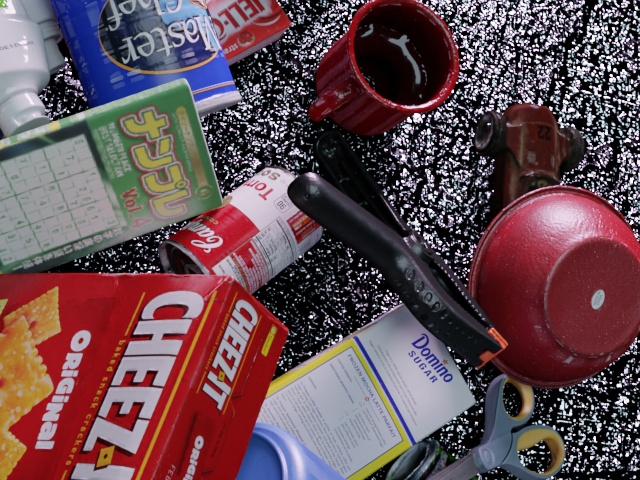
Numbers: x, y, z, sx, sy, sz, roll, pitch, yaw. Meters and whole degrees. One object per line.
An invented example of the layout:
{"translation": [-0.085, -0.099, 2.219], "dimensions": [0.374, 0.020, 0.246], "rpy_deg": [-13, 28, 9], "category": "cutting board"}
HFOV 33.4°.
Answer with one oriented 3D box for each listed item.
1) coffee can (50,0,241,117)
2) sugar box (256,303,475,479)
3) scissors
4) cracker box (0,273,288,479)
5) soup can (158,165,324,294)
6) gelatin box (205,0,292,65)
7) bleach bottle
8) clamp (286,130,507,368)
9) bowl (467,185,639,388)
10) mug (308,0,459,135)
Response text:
{"translation": [-0.125, -0.146, 0.735], "dimensions": [0.102, 0.103, 0.140], "rpy_deg": [-22, 97, -25], "category": "coffee can"}
{"translation": [0.020, 0.123, 0.779], "dimensions": [0.176, 0.048, 0.093], "rpy_deg": [-27, 88, -29], "category": "sugar box"}
{"translation": [0.118, 0.143, 0.791], "dimensions": [0.201, 0.016, 0.096], "rpy_deg": [9, 60, -45], "category": "scissors"}
{"translation": [-0.144, 0.102, 0.614], "dimensions": [0.072, 0.214, 0.164], "rpy_deg": [49, 51, -43], "category": "cracker box"}
{"translation": [-0.055, 0.001, 0.762], "dimensions": [0.102, 0.069, 0.068], "rpy_deg": [-38, 94, -26], "category": "soup can"}
{"translation": [-0.077, -0.172, 0.813], "dimensions": [0.089, 0.030, 0.073], "rpy_deg": [-33, 92, -25], "category": "gelatin box"}
{"translation": [-0.258, -0.168, 0.689], "dimensions": [0.102, 0.068, 0.251], "rpy_deg": [-27, 78, -35], "category": "bleach bottle"}
{"translation": [0.057, 0.005, 0.781], "dimensions": [0.036, 0.164, 0.210], "rpy_deg": [-40, 105, 17], "category": "clamp"}
{"translation": [0.196, 0.040, 0.816], "dimensions": [0.162, 0.055, 0.162], "rpy_deg": [-2, 96, -20], "category": "bowl"}
{"translation": [0.038, -0.124, 0.821], "dimensions": [0.117, 0.082, 0.093], "rpy_deg": [-37, 94, -25], "category": "mug"}
